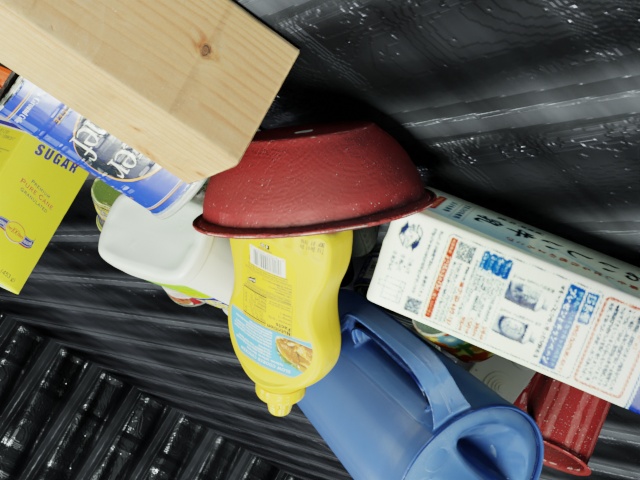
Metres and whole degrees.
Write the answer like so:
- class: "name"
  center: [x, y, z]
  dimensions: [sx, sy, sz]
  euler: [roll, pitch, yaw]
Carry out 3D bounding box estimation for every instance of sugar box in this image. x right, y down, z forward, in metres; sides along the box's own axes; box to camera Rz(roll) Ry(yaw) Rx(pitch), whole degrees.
- class: "sugar box"
  center: [-0.249, -0.053, 0.905]
  dimensions: [0.048, 0.176, 0.093]
  euler: [20, 162, 29]

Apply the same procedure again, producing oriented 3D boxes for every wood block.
- class: "wood block"
  center: [-0.130, -0.130, 0.648]
  dimensions: [0.206, 0.090, 0.090]
  euler: [34, 162, -20]

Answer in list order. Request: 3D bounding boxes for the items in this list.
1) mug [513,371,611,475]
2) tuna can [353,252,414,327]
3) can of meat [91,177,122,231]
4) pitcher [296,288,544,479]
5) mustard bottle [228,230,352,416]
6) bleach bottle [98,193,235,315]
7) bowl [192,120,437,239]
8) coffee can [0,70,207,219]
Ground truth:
- class: "mug"
  center: [0.215, 0.156, 0.989]
  dimensions: [0.093, 0.081, 0.117]
  euler: [8, 155, 48]
- class: "tuna can"
  center: [0.073, 0.046, 0.959]
  dimensions: [0.086, 0.033, 0.086]
  euler: [25, 163, 8]
- class: "can of meat"
  center: [-0.178, -0.030, 1.075]
  dimensions: [0.102, 0.057, 0.084]
  euler: [25, 160, 4]
- class: "pitcher"
  center: [0.055, 0.126, 0.864]
  dimensions: [0.144, 0.149, 0.243]
  euler: [17, -166, -36]
- class: "mustard bottle"
  center: [-0.027, 0.057, 0.819]
  dimensions: [0.096, 0.058, 0.192]
  euler: [23, 126, 28]
- class: "bleach bottle"
  center: [-0.076, 0.032, 0.912]
  dimensions: [0.103, 0.068, 0.250]
  euler: [13, 168, 31]
- class: "bowl"
  center: [-0.007, -0.045, 0.696]
  dimensions: [0.162, 0.055, 0.162]
  euler: [-6, -169, 1]
- class: "coffee can"
  center: [-0.142, -0.094, 0.751]
  dimensions: [0.140, 0.102, 0.103]
  euler: [34, 162, -22]
